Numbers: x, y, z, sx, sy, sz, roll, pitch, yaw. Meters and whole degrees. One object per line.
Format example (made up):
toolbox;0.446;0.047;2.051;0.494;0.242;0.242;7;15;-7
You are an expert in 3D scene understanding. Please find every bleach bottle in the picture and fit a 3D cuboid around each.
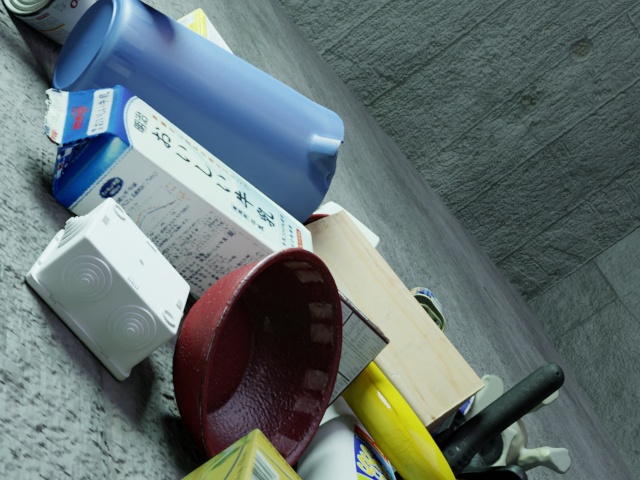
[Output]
bleach bottle;0.019;0.180;0.805;0.102;0.068;0.251;48;10;-17

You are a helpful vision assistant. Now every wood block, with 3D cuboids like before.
wood block;0.035;0.087;0.962;0.090;0.091;0.206;-24;70;-43

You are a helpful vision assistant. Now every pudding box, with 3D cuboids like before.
pudding box;-0.015;0.087;0.808;0.090;0.113;0.039;45;0;-38

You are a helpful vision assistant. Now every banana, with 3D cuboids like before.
banana;0.048;0.138;0.832;0.198;0.037;0.069;52;-15;38

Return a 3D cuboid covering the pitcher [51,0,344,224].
pitcher;-0.112;-0.108;0.938;0.242;0.149;0.145;30;23;-33

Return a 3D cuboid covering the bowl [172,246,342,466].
bowl;-0.049;0.080;0.711;0.055;0.162;0.162;11;-13;31

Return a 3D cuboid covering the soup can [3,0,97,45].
soup can;-0.229;-0.213;0.962;0.068;0.068;0.102;59;13;24

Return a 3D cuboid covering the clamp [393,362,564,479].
clamp;0.113;0.191;0.964;0.036;0.209;0.165;53;-31;5

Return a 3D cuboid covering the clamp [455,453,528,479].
clamp;0.114;0.234;0.994;0.171;0.120;0.039;153;-84;-80
